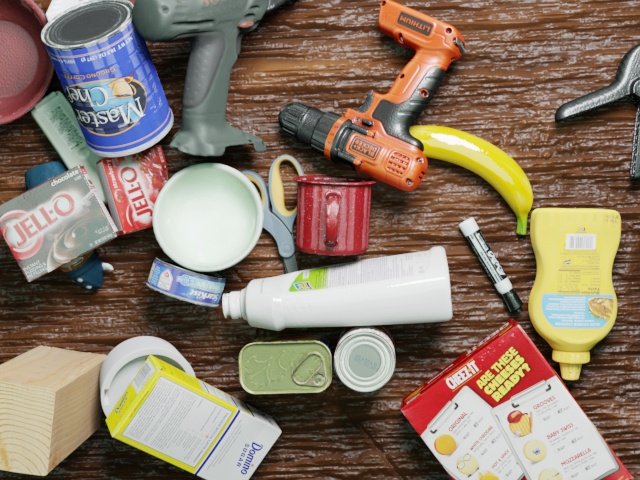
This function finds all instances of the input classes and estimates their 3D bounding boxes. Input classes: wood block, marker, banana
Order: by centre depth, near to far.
[{"bbox_3d":[-0.304,0.179,1.159,0.090,0.206,0.091,8,94,3],"label":"wood block"},{"bbox_3d":[0.166,-0.084,1.202,0.198,0.037,0.069,33,95,1],"label":"banana"},{"bbox_3d":[0.196,0.030,1.216,0.020,0.020,0.121,-31,91,4],"label":"marker"}]

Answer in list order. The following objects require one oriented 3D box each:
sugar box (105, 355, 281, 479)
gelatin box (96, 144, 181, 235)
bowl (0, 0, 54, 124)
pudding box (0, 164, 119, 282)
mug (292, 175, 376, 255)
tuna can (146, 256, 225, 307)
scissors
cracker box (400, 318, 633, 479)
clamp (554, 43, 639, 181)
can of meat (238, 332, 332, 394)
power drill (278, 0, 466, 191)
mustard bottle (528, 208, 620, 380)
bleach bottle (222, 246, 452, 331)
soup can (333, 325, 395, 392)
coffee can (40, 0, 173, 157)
[{"bbox_3d":[-0.140,0.208,1.195,0.176,0.048,0.093,33,95,-31],"label":"sugar box"},{"bbox_3d":[-0.206,-0.057,1.213,0.073,0.030,0.089,-17,93,-27],"label":"gelatin box"},{"bbox_3d":[-0.374,-0.210,1.218,0.162,0.055,0.162,0,93,3],"label":"bowl"},{"bbox_3d":[-0.292,-0.019,1.176,0.113,0.039,0.090,-28,96,-3],"label":"pudding box"},{"bbox_3d":[0.014,-0.027,1.178,0.093,0.117,0.081,2,98,-1],"label":"mug"},{"bbox_3d":[-0.151,0.046,1.204,0.086,0.086,0.034,17,92,2],"label":"tuna can"},{"bbox_3d":[-0.058,0.002,1.231,0.096,0.016,0.202,3,93,5],"label":"scissors"},{"bbox_3d":[0.217,0.221,1.199,0.164,0.072,0.214,-37,90,5],"label":"cracker box"},{"bbox_3d":[0.344,-0.166,1.188,0.120,0.039,0.171,30,88,-3],"label":"clamp"},{"bbox_3d":[-0.036,0.137,1.202,0.102,0.084,0.057,-2,93,3],"label":"can of meat"},{"bbox_3d":[0.063,-0.167,1.185,0.185,0.057,0.187,26,92,18],"label":"power drill"},{"bbox_3d":[0.282,0.060,1.193,0.096,0.058,0.191,1,93,-3],"label":"mustard bottle"},{"bbox_3d":[0.018,0.059,1.189,0.251,0.102,0.068,-5,109,5],"label":"bleach bottle"},{"bbox_3d":[0.050,0.127,1.188,0.068,0.102,0.068,0,93,3],"label":"soup can"},{"bbox_3d":[-0.229,-0.176,1.157,0.103,0.103,0.140,-13,129,4],"label":"coffee can"}]
